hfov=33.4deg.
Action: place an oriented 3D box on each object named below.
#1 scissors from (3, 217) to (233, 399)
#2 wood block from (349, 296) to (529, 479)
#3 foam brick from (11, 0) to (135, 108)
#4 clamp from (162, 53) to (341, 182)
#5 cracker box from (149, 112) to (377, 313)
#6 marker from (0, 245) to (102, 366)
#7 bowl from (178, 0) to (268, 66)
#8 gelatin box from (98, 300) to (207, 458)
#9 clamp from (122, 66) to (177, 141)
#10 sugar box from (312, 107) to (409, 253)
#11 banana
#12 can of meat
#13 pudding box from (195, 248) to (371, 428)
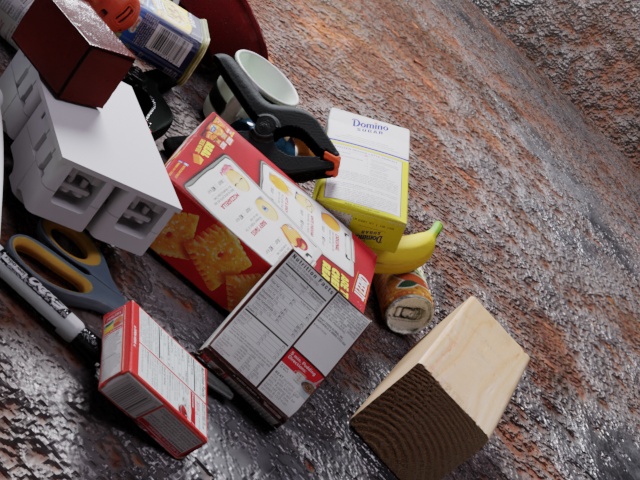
[{"bbox_3d":[-0.147,0.044,0.807,0.201,0.016,0.096,33,26,-25],"label":"scissors"},{"bbox_3d":[0.117,0.137,0.986,0.090,0.091,0.205,47,23,5],"label":"wood block"},{"bbox_3d":[-0.195,-0.151,0.841,0.078,0.051,0.052,49,22,26],"label":"foam brick"},{"bbox_3d":[-0.057,-0.115,1.046,0.171,0.120,0.039,17,-15,0],"label":"clamp"},{"bbox_3d":[-0.056,0.001,0.956,0.213,0.072,0.164,41,25,-10],"label":"cracker box"},{"bbox_3d":[-0.191,0.043,0.734,0.121,0.020,0.020,44,24,-3],"label":"marker"},{"bbox_3d":[-0.126,-0.255,1.229,0.162,0.055,0.162,54,-12,17],"label":"bowl"},{"bbox_3d":[-0.114,0.096,0.734,0.089,0.030,0.073,50,17,-34],"label":"gelatin box"},{"bbox_3d":[-0.183,-0.150,1.041,0.164,0.036,0.210,22,28,-40],"label":"clamp"},{"bbox_3d":[0.042,-0.065,1.102,0.093,0.048,0.176,16,35,-5],"label":"sugar box"},{"bbox_3d":[0.035,0.000,1.087,0.197,0.037,0.069,8,39,-15],"label":"banana"},{"bbox_3d":[-0.163,-0.211,1.073,0.083,0.057,0.102,30,19,-22],"label":"can of meat"},{"bbox_3d":[-0.028,0.076,0.842,0.090,0.039,0.113,43,65,-2],"label":"pudding box"}]
